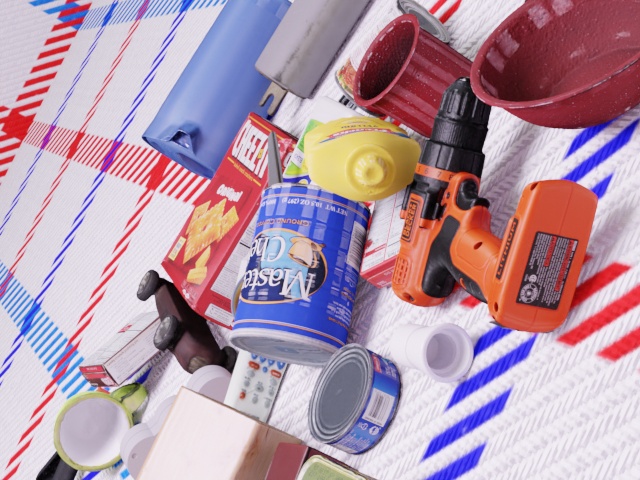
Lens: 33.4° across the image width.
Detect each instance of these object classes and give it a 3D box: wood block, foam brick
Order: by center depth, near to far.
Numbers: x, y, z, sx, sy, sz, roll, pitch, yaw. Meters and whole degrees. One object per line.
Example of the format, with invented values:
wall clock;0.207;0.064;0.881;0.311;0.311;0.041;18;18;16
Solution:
foam brick;-0.014;0.207;0.854;0.053;0.051;0.078;-8;59;61
wood block;-0.111;0.242;0.915;0.090;0.090;0.206;19;80;30

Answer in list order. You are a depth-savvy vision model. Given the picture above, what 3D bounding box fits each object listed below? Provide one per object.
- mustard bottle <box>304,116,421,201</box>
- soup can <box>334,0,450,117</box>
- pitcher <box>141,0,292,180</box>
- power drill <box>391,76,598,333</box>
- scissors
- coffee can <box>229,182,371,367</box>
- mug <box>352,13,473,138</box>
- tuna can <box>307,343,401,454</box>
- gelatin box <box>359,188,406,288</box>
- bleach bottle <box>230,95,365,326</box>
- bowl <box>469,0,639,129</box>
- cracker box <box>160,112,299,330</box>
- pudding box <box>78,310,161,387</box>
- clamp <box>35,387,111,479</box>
mustard bottle;0.036;-0.070;0.914;0.191;0.096;0.058;-102;11;-78
soup can;0.071;-0.181;1.052;0.102;0.068;0.068;-47;29;28
pitcher;-0.114;-0.197;1.367;0.149;0.144;0.243;19;79;53
power drill;0.122;-0.023;0.779;0.188;0.057;0.184;-147;67;-66
scissors;-0.057;0.001;1.020;0.016;0.096;0.202;94;157;-79
coffee can;-0.017;0.032;0.951;0.103;0.102;0.140;-17;57;57
mug;0.082;-0.142;0.975;0.117;0.081;0.093;-22;47;54
tuna can;0.027;0.130;0.871;0.086;0.033;0.086;-44;31;35
gelatin box;0.074;-0.010;0.924;0.073;0.030;0.089;-29;40;49
bleach bottle;-0.019;-0.016;1.071;0.251;0.068;0.103;-63;29;7
bowl;0.190;-0.129;0.756;0.162;0.055;0.162;-27;31;18
cracker box;-0.087;-0.026;1.193;0.214;0.072;0.164;-59;26;5
pudding box;-0.230;0.132;1.298;0.113;0.039;0.090;-43;16;-28
clamp;-0.317;0.273;1.376;0.171;0.039;0.120;-59;27;8
